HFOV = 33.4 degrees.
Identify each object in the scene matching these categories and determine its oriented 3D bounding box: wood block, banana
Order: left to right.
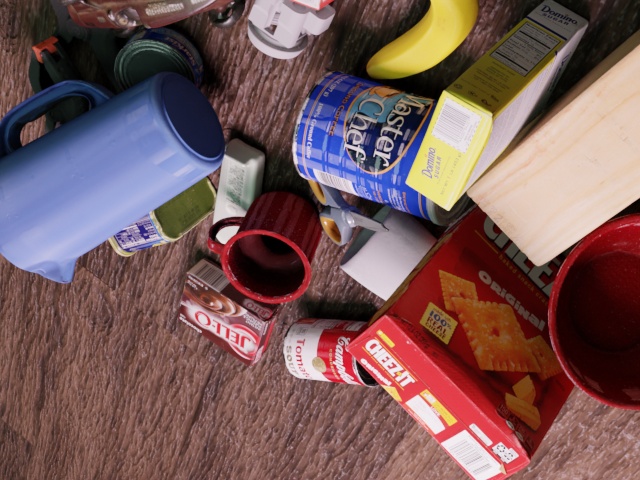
[{"bbox_3d":[0.086,-0.175,0.861,0.069,0.037,0.198,13,163,-3],"label":"banana"},{"bbox_3d":[0.220,-0.078,0.820,0.090,0.090,0.206,46,138,0],"label":"wood block"}]

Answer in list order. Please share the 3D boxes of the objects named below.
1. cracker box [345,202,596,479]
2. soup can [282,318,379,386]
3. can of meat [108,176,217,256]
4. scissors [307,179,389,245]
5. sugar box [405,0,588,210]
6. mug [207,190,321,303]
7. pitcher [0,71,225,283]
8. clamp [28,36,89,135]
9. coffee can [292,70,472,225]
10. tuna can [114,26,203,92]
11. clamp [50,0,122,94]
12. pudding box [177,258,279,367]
[{"bbox_3d":[0.144,0.076,0.908,0.164,0.213,0.072,46,136,0],"label":"cracker box"},{"bbox_3d":[0.018,0.119,1.151,0.102,0.068,0.068,0,121,39],"label":"soup can"},{"bbox_3d":[-0.173,-0.032,1.164,0.084,0.101,0.057,-13,112,41],"label":"can of meat"},{"bbox_3d":[0.020,-0.039,0.998,0.096,0.016,0.202,65,168,2],"label":"scissors"},{"bbox_3d":[0.134,-0.106,0.804,0.048,0.176,0.093,32,136,12],"label":"sugar box"},{"bbox_3d":[-0.057,0.001,1.091,0.117,0.081,0.093,8,129,10],"label":"mug"},{"bbox_3d":[-0.222,-0.079,1.071,0.243,0.145,0.149,-26,126,26],"label":"pitcher"},{"bbox_3d":[-0.272,-0.138,1.171,0.120,0.039,0.171,23,141,22],"label":"clamp"},{"bbox_3d":[0.061,-0.082,0.936,0.140,0.102,0.103,20,132,26],"label":"coffee can"},{"bbox_3d":[-0.162,-0.172,1.078,0.086,0.033,0.086,8,130,10],"label":"tuna can"},{"bbox_3d":[-0.235,-0.219,1.117,0.165,0.036,0.210,31,140,14],"label":"clamp"},{"bbox_3d":[-0.108,0.084,1.246,0.113,0.039,0.090,33,137,14],"label":"pudding box"}]
